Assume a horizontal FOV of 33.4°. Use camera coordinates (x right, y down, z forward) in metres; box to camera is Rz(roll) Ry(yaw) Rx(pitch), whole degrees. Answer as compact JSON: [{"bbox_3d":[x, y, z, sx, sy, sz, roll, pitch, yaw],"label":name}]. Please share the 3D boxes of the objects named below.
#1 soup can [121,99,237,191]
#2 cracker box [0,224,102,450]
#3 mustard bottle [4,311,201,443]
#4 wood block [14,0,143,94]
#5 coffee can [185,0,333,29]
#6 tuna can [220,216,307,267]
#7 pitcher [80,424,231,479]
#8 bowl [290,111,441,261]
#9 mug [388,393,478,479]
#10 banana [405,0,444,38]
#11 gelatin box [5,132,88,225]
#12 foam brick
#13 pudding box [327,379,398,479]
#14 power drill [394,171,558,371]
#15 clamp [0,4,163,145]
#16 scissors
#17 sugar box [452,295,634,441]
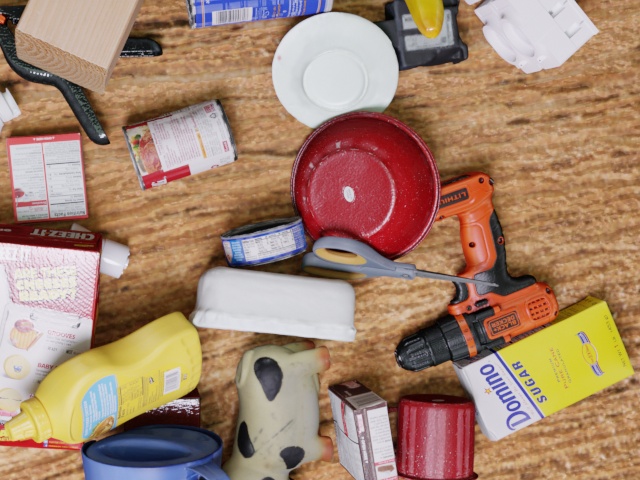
[{"bbox_3d":[-0.142,-0.097,1.076,0.102,0.068,0.068,-18,97,-8],"label":"soup can"},{"bbox_3d":[-0.303,0.093,1.042,0.164,0.072,0.214,5,108,-10],"label":"cracker box"},{"bbox_3d":[-0.205,0.140,1.007,0.191,0.058,0.096,-24,142,-32],"label":"mustard bottle"},{"bbox_3d":[-0.208,-0.259,1.021,0.090,0.090,0.206,22,77,-10],"label":"wood block"},{"bbox_3d":[-0.065,-0.269,1.057,0.140,0.103,0.103,-8,96,-8],"label":"coffee can"},{"bbox_3d":[-0.057,0.001,1.088,0.086,0.086,0.034,-13,98,-8],"label":"tuna can"},{"bbox_3d":[-0.149,0.306,1.010,0.145,0.149,0.243,-2,97,-5],"label":"pitcher"},{"bbox_3d":[0.038,-0.049,1.082,0.162,0.055,0.162,3,99,17],"label":"bowl"},{"bbox_3d":[0.111,0.207,1.136,0.117,0.093,0.081,2,89,27],"label":"mug"},{"bbox_3d":[0.073,-0.278,1.081,0.069,0.037,0.198,-26,68,-31],"label":"banana"},{"bbox_3d":[-0.274,-0.062,1.077,0.073,0.030,0.089,-6,95,-10],"label":"gelatin box"},{"bbox_3d":[-0.163,0.183,1.102,0.078,0.053,0.051,-1,94,-8],"label":"foam brick"},{"bbox_3d":[0.043,0.201,1.105,0.039,0.113,0.090,-11,97,-11],"label":"pudding box"},{"bbox_3d":[0.143,0.033,1.138,0.184,0.057,0.187,-21,99,-4],"label":"power drill"},{"bbox_3d":[-0.256,-0.173,1.065,0.171,0.039,0.120,21,77,-6],"label":"clamp"},{"bbox_3d":[0.077,0.023,1.070,0.202,0.096,0.016,3,67,11],"label":"scissors"},{"bbox_3d":[0.243,0.140,1.165,0.176,0.048,0.093,-26,98,-7],"label":"sugar box"}]
